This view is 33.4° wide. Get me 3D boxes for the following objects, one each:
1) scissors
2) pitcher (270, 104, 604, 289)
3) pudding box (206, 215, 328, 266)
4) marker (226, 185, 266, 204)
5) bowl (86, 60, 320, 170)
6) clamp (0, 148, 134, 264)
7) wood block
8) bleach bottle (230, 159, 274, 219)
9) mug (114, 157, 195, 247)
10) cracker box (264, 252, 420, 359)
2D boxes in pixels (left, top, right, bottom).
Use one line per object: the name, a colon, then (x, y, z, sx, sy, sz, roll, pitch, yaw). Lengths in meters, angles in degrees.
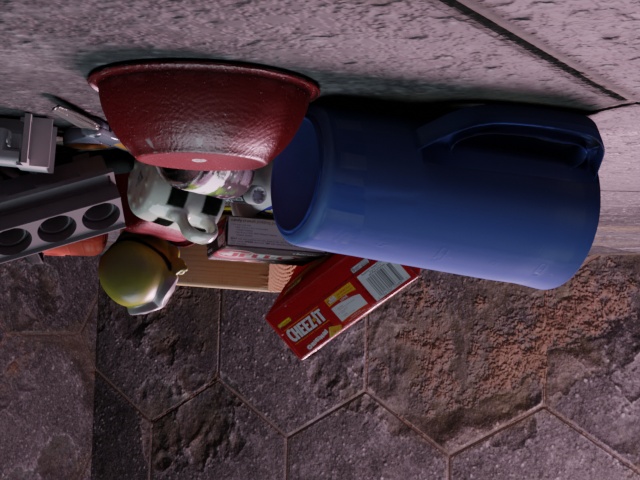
scissors: (-0.207, -0.094, 0.912, 0.096, 0.016, 0.201, 0, 176, 20)
pitcher: (0.093, -0.044, 0.838, 0.242, 0.149, 0.145, 7, -170, -25)
pudding box: (-0.057, 0.001, 1.134, 0.113, 0.039, 0.090, 3, 171, -17)
marker: (-0.092, -0.048, 1.067, 0.020, 0.020, 0.121, 4, -178, -34)
bowl: (-0.081, -0.081, 0.742, 0.162, 0.055, 0.162, 2, 176, 0)
clamp: (-0.302, -0.048, 1.005, 0.209, 0.036, 0.165, 15, 128, -41)
wood block: (-0.139, 0.013, 1.327, 0.206, 0.091, 0.090, 3, 178, 21)
bleach bottle: (-0.030, -0.058, 1.073, 0.102, 0.068, 0.251, 2, 174, -9)
mug: (-0.164, -0.049, 1.143, 0.117, 0.093, 0.081, -31, 153, 33)
cracker box: (0.037, 0.026, 1.199, 0.164, 0.072, 0.213, -38, -172, 19)
